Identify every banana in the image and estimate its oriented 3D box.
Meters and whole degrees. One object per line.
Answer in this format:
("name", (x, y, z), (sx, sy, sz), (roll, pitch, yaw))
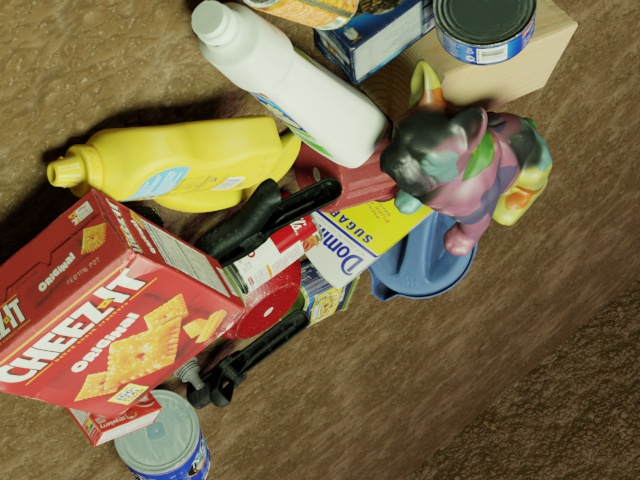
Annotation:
("banana", (-0.087, -0.063, 1.001), (0.197, 0.037, 0.070), (-28, 128, -37))

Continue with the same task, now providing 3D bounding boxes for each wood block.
("wood block", (0.152, -0.189, 1.088), (0.205, 0.090, 0.091), (-25, 153, -35))

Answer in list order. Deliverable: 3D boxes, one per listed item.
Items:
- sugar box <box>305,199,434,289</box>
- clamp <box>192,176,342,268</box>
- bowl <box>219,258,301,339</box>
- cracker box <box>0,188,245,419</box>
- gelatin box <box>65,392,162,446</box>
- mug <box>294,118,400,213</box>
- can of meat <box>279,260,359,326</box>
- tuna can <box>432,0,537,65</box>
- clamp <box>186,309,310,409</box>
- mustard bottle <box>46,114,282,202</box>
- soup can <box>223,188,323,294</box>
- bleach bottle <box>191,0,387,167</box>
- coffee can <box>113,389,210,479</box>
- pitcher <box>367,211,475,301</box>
("sugar box", (0.056, -0.034, 1.183), (0.176, 0.093, 0.048), (-41, 173, 14))
("clamp", (-0.059, -0.015, 1.036), (0.120, 0.039, 0.172), (-4, 157, -47))
("bowl", (-0.076, 0.063, 1.225), (0.162, 0.055, 0.162), (-35, 158, -17))
("cracker box", (-0.177, 0.063, 0.879), (0.164, 0.072, 0.213), (-39, 155, 6))
("gelatin box", (-0.227, 0.175, 1.156), (0.089, 0.073, 0.030), (-16, 147, -48))
("mug", (0.032, -0.082, 1.086), (0.081, 0.093, 0.117), (-18, 156, -37))
("can of meat", (-0.007, 0.064, 1.342), (0.083, 0.057, 0.102), (-27, 154, -30))
("tuna can", (0.138, -0.190, 0.897), (0.086, 0.086, 0.033), (-39, 156, -8))
("clamp", (-0.114, 0.165, 1.281), (0.210, 0.036, 0.164), (-35, -174, 47))
("mustard bottle", (-0.131, -0.063, 0.865), (0.191, 0.058, 0.096), (-11, 172, -40))
("soup can", (-0.057, 0.001, 1.123), (0.102, 0.068, 0.068), (-36, 158, -13))
("bleach bottle", (-0.034, -0.137, 0.885), (0.068, 0.103, 0.250), (-54, 151, 4))
("coffee can", (-0.194, 0.257, 1.327), (0.102, 0.103, 0.140), (-35, 158, -16))
("pitcher", (0.140, -0.010, 1.319), (0.149, 0.145, 0.242), (-11, 179, 12))
